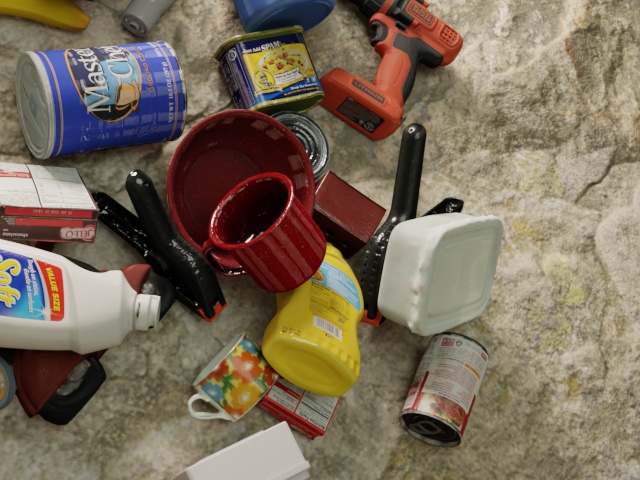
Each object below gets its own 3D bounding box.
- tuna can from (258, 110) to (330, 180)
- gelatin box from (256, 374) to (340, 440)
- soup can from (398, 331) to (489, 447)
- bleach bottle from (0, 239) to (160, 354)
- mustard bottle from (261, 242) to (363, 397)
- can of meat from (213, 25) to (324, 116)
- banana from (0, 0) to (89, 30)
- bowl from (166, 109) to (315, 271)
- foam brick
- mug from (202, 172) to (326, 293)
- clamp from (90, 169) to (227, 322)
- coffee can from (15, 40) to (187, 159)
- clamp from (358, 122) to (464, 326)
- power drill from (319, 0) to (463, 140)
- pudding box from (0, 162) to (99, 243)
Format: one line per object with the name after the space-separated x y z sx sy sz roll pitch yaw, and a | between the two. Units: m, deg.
-0.033 -0.097 1.158 0.086 0.034 0.086 9 66 -22 | tuna can
-0.015 0.144 1.073 0.073 0.030 0.089 34 58 -11 | gelatin box
0.130 0.155 1.116 0.068 0.069 0.102 32 59 -11 | soup can
-0.262 0.042 0.910 0.250 0.068 0.102 6 59 -3 | bleach bottle
-0.002 0.064 1.068 0.096 0.058 0.191 30 34 -15 | mustard bottle
-0.054 -0.181 1.169 0.101 0.058 0.084 -16 80 -29 | can of meat
-0.333 -0.233 1.070 0.197 0.037 0.069 -14 93 -28 | banana
-0.088 -0.050 1.085 0.161 0.055 0.162 0 90 -26 | bowl
0.019 -0.027 1.145 0.078 0.053 0.051 34 59 -9 | foam brick
-0.057 0.001 1.021 0.081 0.117 0.093 52 18 -38 | mug
-0.158 0.007 1.033 0.039 0.120 0.171 -41 112 -25 | clamp
-0.215 -0.139 1.047 0.140 0.103 0.103 -11 75 -29 | coffee can
0.095 0.000 1.155 0.164 0.036 0.210 41 68 -54 | clamp
0.063 -0.224 1.242 0.184 0.057 0.187 32 61 -7 | power drill
-0.260 -0.035 0.984 0.089 0.039 0.114 3 24 -25 | pudding box
